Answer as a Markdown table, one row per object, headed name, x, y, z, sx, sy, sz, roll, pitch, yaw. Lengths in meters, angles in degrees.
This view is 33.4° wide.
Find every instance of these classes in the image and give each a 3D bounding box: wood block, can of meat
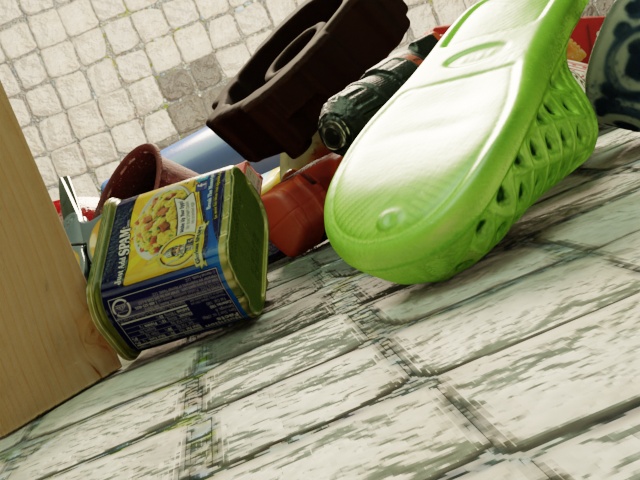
| name | x | y | z | sx | sy | sz | roll | pitch | yaw |
| --- | --- | --- | --- | --- | --- | --- | --- | --- | --- |
| wood block | -0.203 | -0.002 | 0.575 | 0.090 | 0.206 | 0.090 | -17 | 8 | 37 |
| can of meat | -0.078 | 0.010 | 0.607 | 0.084 | 0.057 | 0.102 | -17 | 40 | 14 |

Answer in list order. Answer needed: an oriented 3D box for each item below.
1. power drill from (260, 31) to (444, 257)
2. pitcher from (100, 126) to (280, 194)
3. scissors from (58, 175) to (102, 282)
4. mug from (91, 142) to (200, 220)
| name | x | y | z | sx | sy | sz | roll | pitch | yaw |
| --- | --- | --- | --- | --- | --- | --- | --- | --- | --- |
| power drill | 0.029 | -0.062 | 0.722 | 0.184 | 0.057 | 0.188 | -31 | -8 | -43 |
| pitcher | -0.128 | -0.063 | 1.263 | 0.242 | 0.149 | 0.145 | -26 | 22 | -12 |
| scissors | -0.157 | -0.016 | 0.736 | 0.096 | 0.016 | 0.202 | -41 | 32 | 21 |
| mug | -0.108 | -0.016 | 0.759 | 0.093 | 0.081 | 0.117 | -56 | 33 | 13 |
